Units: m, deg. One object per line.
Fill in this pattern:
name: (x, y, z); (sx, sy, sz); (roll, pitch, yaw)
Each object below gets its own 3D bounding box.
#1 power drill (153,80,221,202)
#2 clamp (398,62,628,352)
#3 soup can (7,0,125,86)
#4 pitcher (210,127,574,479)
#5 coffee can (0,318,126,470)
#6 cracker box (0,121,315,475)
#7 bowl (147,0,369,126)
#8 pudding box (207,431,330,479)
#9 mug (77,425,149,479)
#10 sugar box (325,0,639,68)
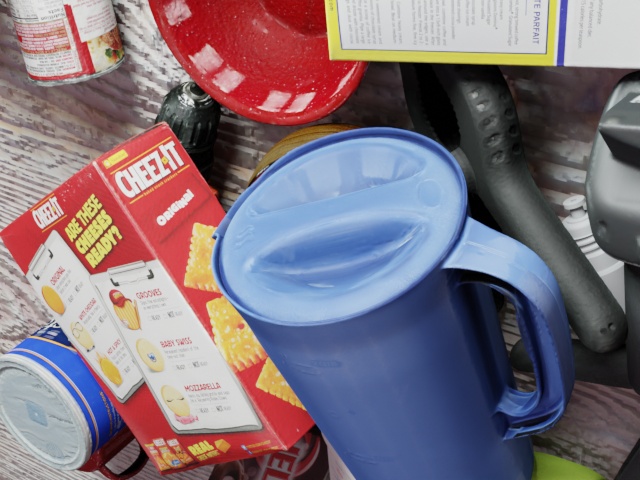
power drill: (-0.055, 0.001, 0.741); (0.188, 0.057, 0.185); (40, 140, 14)
clamp: (0.092, -0.036, 0.573); (0.210, 0.036, 0.165); (70, 165, -14)
soup can: (-0.176, -0.163, 0.715); (0.069, 0.068, 0.102); (10, 124, 34)
pitcher: (0.053, 0.068, 0.593); (0.242, 0.145, 0.149); (63, 180, -41)
coffee can: (-0.174, 0.097, 0.840); (0.103, 0.140, 0.103); (21, 130, 27)
cracker box: (-0.104, 0.047, 0.721); (0.164, 0.072, 0.213); (-24, 100, 50)
bowl: (-0.025, -0.150, 0.611); (0.162, 0.055, 0.162); (21, 130, 27)
pudding box: (-0.041, 0.196, 0.824); (0.090, 0.113, 0.039); (15, 161, 31)
mug: (-0.191, 0.158, 0.938); (0.093, 0.081, 0.117); (-8, 113, 42)
sugar box: (0.090, -0.130, 0.498); (0.176, 0.048, 0.093); (3, 131, 11)
